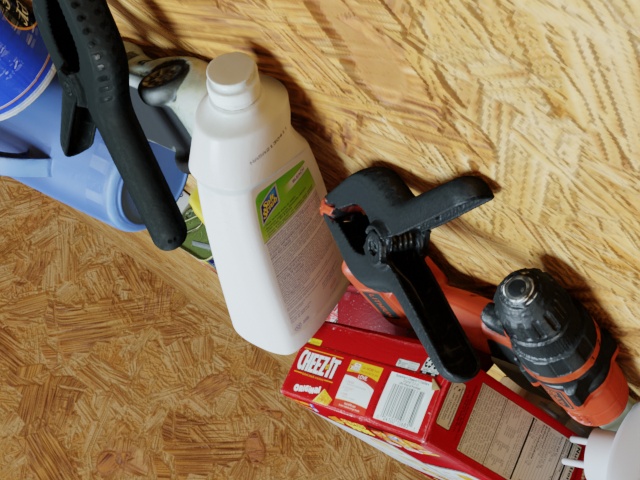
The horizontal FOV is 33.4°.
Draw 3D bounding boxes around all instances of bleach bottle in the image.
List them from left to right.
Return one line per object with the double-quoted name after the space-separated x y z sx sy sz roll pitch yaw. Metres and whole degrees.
-0.034 -0.029 0.712 0.068 0.102 0.251 23 149 23 "bleach bottle"

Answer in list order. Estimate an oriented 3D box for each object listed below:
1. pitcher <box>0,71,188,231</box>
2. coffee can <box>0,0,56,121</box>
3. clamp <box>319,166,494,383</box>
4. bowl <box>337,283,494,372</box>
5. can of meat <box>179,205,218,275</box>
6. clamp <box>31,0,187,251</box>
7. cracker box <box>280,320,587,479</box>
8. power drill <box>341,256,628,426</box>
-0.251 -0.098 1.012 0.243 0.149 0.145 27 167 28 "pitcher"
-0.305 -0.182 0.908 0.103 0.102 0.140 28 166 41 "coffee can"
0.050 -0.006 0.640 0.039 0.120 0.172 -4 -151 -30 "clamp"
0.077 0.093 0.920 0.162 0.055 0.162 22 169 4 "bowl"
-0.126 0.009 1.314 0.102 0.057 0.083 27 169 46 "can of meat"
-0.146 -0.099 0.708 0.165 0.036 0.210 43 150 35 "clamp"
0.101 0.141 0.798 0.213 0.072 0.164 34 165 -34 "cracker box"
0.104 0.046 0.710 0.188 0.057 0.184 28 167 40 "power drill"
